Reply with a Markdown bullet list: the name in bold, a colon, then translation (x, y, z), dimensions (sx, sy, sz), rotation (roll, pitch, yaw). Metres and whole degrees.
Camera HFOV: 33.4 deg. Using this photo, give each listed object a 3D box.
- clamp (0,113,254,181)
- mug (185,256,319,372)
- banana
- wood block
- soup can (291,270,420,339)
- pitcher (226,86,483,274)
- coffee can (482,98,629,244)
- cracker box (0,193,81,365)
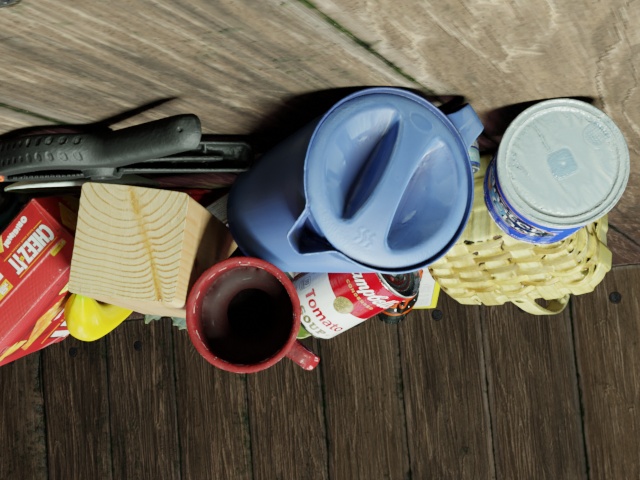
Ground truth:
- **clamp**: translation (-0.159, -0.065, 0.824), dimensions (0.210, 0.036, 0.164), rotation (-4, 176, 17)
- **mug**: translation (-0.050, 0.068, 0.888), dimensions (0.117, 0.093, 0.081), rotation (34, 179, 4)
- **banana**: translation (-0.198, 0.059, 0.997), dimensions (0.069, 0.037, 0.197), rotation (-50, 178, 5)
- **wood block**: translation (-0.138, 0.016, 0.935), dimensions (0.090, 0.091, 0.206), rotation (6, 172, 7)
- **soup can**: translation (0.029, 0.040, 0.963), dimensions (0.102, 0.068, 0.068), rotation (-30, 160, 33)
- **pitcher**: translation (0.017, -0.039, 0.858), dimensions (0.149, 0.145, 0.243), rotation (11, 172, -21)
- **coffee can**: translation (0.193, -0.054, 0.898), dimensions (0.103, 0.103, 0.140), rotation (-5, 174, 3)
- **cracker box**: translation (-0.253, 0.036, 0.989), dimensions (0.164, 0.072, 0.213), rotation (-46, 176, 9)
